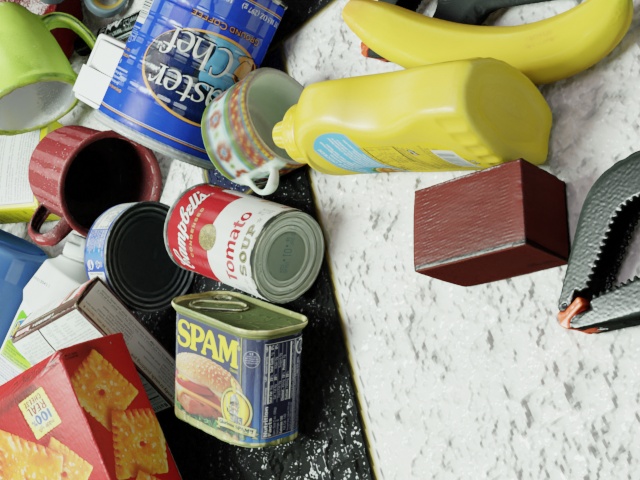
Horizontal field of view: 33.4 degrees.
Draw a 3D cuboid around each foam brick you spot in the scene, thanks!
[{"bbox_3d":[0.100,-0.008,0.628,0.078,0.052,0.051,-16,66,39],"label":"foam brick"}]

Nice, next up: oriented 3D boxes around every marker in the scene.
[{"bbox_3d":[-0.189,-0.193,0.987,0.121,0.020,0.020,-11,70,42],"label":"marker"}]

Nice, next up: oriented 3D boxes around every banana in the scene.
[{"bbox_3d":[0.105,-0.126,0.650,0.198,0.037,0.069,-2,103,32],"label":"banana"}]

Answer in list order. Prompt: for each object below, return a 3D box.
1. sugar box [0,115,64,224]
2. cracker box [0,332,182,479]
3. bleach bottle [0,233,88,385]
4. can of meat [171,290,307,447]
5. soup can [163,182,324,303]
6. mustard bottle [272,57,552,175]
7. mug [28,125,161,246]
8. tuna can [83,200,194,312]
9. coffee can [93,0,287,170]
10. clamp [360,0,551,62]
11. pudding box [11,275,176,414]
[{"bbox_3d":[-0.327,-0.061,1.018,0.176,0.048,0.093,-4,72,21],"label":"sugar box"},{"bbox_3d":[-0.174,0.195,0.763,0.164,0.071,0.214,-29,80,35],"label":"cracker box"},{"bbox_3d":[-0.238,0.118,0.906,0.103,0.068,0.251,19,88,45],"label":"bleach bottle"},{"bbox_3d":[-0.057,0.087,0.732,0.102,0.057,0.084,15,107,46],"label":"can of meat"},{"bbox_3d":[-0.055,0.001,0.763,0.102,0.068,0.068,18,89,45],"label":"soup can"},{"bbox_3d":[0.041,-0.072,0.673,0.192,0.096,0.058,0,77,44],"label":"mustard bottle"},{"bbox_3d":[-0.201,-0.043,0.897,0.082,0.093,0.117,20,69,50],"label":"mug"},{"bbox_3d":[-0.140,0.013,0.828,0.034,0.086,0.086,-2,76,45],"label":"tuna can"},{"bbox_3d":[-0.100,-0.138,0.826,0.103,0.102,0.140,31,99,45],"label":"coffee can"},{"bbox_3d":[0.092,-0.180,0.697,0.172,0.039,0.120,-24,65,35],"label":"clamp"},{"bbox_3d":[-0.167,0.091,0.815,0.090,0.113,0.039,-27,24,35],"label":"pudding box"}]
